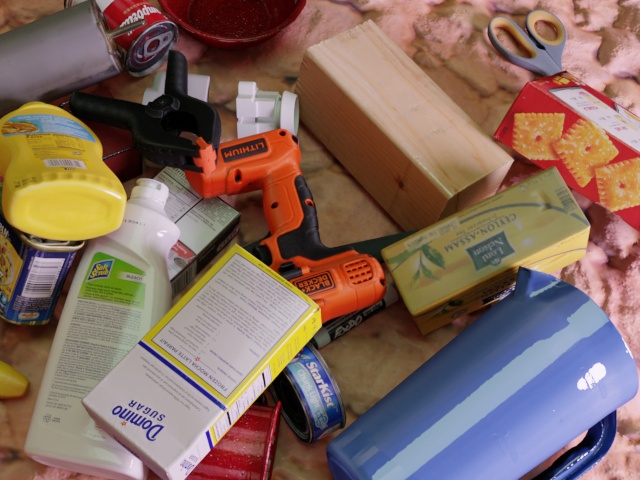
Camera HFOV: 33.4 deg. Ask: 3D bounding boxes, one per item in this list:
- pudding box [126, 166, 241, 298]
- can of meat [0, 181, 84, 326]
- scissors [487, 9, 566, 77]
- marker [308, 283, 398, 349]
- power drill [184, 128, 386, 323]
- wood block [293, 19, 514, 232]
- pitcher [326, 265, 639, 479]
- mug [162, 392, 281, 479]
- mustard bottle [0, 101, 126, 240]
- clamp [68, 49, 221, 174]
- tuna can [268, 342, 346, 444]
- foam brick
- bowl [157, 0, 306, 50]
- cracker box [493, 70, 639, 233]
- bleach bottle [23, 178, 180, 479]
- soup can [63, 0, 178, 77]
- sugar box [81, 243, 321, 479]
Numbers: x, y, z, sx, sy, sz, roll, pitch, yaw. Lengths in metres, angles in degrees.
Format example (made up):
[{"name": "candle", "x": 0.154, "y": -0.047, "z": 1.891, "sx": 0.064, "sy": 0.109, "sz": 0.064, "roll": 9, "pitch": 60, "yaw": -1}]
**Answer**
[{"name": "pudding box", "x": -0.142, "y": -0.008, "z": 0.982, "sx": 0.090, "sy": 0.039, "sz": 0.113, "roll": 36, "pitch": 59, "yaw": 13}, {"name": "can of meat", "x": -0.255, "y": 0.012, "z": 0.911, "sx": 0.057, "sy": 0.084, "sz": 0.102, "roll": 2, "pitch": 32, "yaw": -45}, {"name": "scissors", "x": 0.268, "y": -0.183, "z": 1.157, "sx": 0.096, "sy": 0.016, "sz": 0.202, "roll": -37, "pitch": 71, "yaw": -25}, {"name": "marker", "x": 0.019, "y": 0.076, "z": 0.965, "sx": 0.121, "sy": 0.020, "sz": 0.020, "roll": -31, "pitch": 68, "yaw": -23}, {"name": "power drill", "x": -0.056, "y": 0.001, "z": 0.936, "sx": 0.184, "sy": 0.057, "sz": 0.188, "roll": -16, "pitch": 65, "yaw": -16}, {"name": "wood block", "x": 0.073, "y": -0.104, "z": 1.035, "sx": 0.090, "sy": 0.091, "sz": 0.206, "roll": -30, "pitch": 68, "yaw": -29}, {"name": "pitcher", "x": 0.133, "y": 0.151, "z": 0.873, "sx": 0.242, "sy": 0.145, "sz": 0.149, "roll": -34, "pitch": 66, "yaw": -15}, {"name": "mug", "x": -0.077, "y": 0.161, "z": 0.865, "sx": 0.081, "sy": 0.093, "sz": 0.117, "roll": 9, "pitch": 42, "yaw": 3}, {"name": "mustard bottle", "x": -0.235, "y": -0.071, "z": 0.923, "sx": 0.096, "sy": 0.058, "sz": 0.192, "roll": 0, "pitch": 31, "yaw": -25}, {"name": "clamp", "x": -0.136, "y": -0.118, "z": 0.964, "sx": 0.120, "sy": 0.039, "sz": 0.172, "roll": -40, "pitch": 54, "yaw": -22}, {"name": "tuna can", "x": -0.015, "y": 0.126, "z": 0.892, "sx": 0.033, "sy": 0.086, "sz": 0.086, "roll": -25, "pitch": 66, "yaw": -19}, {"name": "foam brick", "x": -0.209, "y": -0.096, "z": 1.016, "sx": 0.051, "sy": 0.053, "sz": 0.078, "roll": -25, "pitch": 65, "yaw": -21}, {"name": "bowl", "x": -0.095, "y": -0.254, "z": 1.125, "sx": 0.162, "sy": 0.055, "sz": 0.162, "roll": 3, "pitch": 59, "yaw": -6}, {"name": "cracker box", "x": 0.287, "y": -0.075, "z": 1.022, "sx": 0.214, "sy": 0.072, "sz": 0.164, "roll": 36, "pitch": 24, "yaw": 13}, {"name": "bleach bottle", "x": -0.164, "y": 0.067, "z": 0.891, "sx": 0.102, "sy": 0.068, "sz": 0.250, "roll": 11, "pitch": 69, "yaw": 4}, {"name": "soup can", "x": -0.203, "y": -0.223, "z": 1.085, "sx": 0.068, "sy": 0.068, "sz": 0.102, "roll": -38, "pitch": 70, "yaw": -26}, {"name": "sugar box", "x": -0.088, "y": 0.094, "z": 0.826, "sx": 0.093, "sy": 0.048, "sz": 0.176, "roll": 35, "pitch": 68, "yaw": 21}]
